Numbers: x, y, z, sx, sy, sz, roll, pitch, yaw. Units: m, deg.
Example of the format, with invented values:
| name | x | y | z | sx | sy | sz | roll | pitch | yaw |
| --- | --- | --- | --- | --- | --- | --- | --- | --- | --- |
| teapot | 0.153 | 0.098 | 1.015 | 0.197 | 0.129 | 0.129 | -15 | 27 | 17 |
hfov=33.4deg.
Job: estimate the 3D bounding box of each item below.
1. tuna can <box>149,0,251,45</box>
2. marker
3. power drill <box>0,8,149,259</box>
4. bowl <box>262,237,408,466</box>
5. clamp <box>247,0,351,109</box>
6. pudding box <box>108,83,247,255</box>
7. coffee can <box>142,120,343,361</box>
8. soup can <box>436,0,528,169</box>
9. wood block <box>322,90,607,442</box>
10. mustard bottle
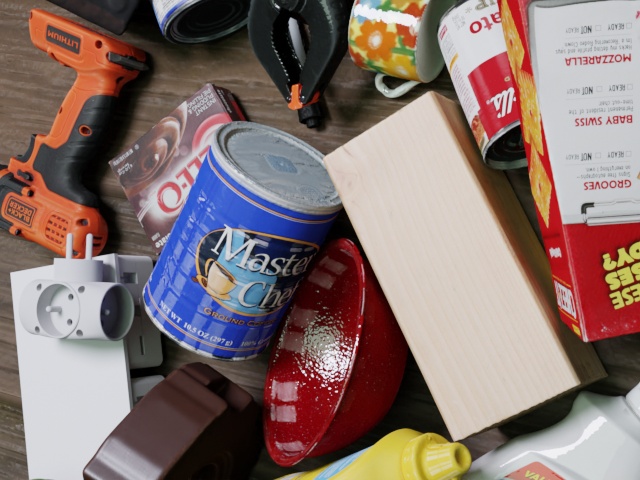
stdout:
| name | x | y | z | sx | sy | sz | roll | pitch | yaw |
| --- | --- | --- | --- | --- | --- | --- | --- | --- | --- |
| tuna can | -0.085 | -0.183 | 0.812 | 0.086 | 0.086 | 0.034 | -26 | 78 | 23 |
| marker | -0.020 | -0.143 | 0.814 | 0.020 | 0.020 | 0.121 | -18 | 80 | 25 |
| power drill | -0.233 | -0.094 | 0.901 | 0.185 | 0.057 | 0.188 | 24 | 100 | 27 |
| bowl | 0.015 | 0.082 | 0.740 | 0.162 | 0.055 | 0.162 | -54 | 26 | 41 |
| clamp | -0.009 | -0.179 | 0.738 | 0.120 | 0.039 | 0.171 | -2 | 108 | 37 |
| pudding box | -0.099 | -0.054 | 0.840 | 0.114 | 0.039 | 0.090 | -36 | 73 | 21 |
| coffee can | -0.055 | 0.001 | 0.763 | 0.103 | 0.102 | 0.140 | 40 | 119 | 22 |
| soup can | 0.123 | -0.107 | 0.704 | 0.069 | 0.068 | 0.102 | -28 | 65 | 23 |
| wood block | 0.096 | 0.018 | 0.710 | 0.091 | 0.090 | 0.206 | -31 | 74 | 22 |
| mustard bottle | 0.027 | 0.166 | 0.702 | 0.192 | 0.096 | 0.058 | -33 | 74 | 44 |
